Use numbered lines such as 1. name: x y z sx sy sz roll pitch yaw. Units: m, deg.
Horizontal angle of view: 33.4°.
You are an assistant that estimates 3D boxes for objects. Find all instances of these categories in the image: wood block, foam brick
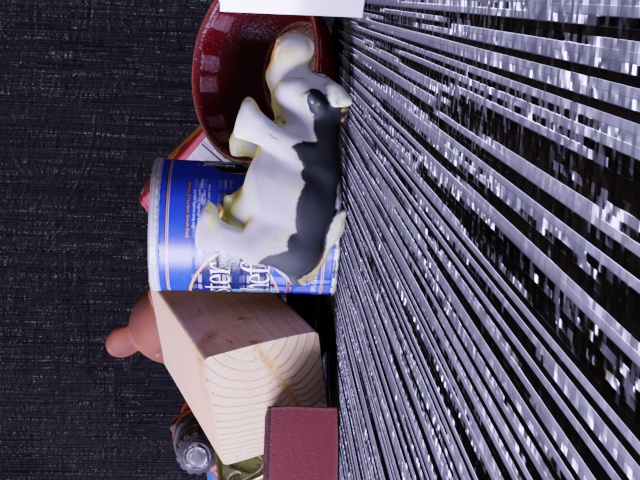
1. wood block: -0.073 0.090 0.886 0.206 0.090 0.091 -144 44 -65
2. foam brick: -0.015 0.159 0.761 0.053 0.051 0.078 103 168 -71

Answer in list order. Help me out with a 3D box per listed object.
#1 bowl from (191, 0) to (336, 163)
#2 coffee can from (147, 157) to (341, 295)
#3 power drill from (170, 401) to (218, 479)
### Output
1. bowl: -0.038 -0.142 0.894 0.162 0.055 0.162 1 91 45
2. coffee can: -0.058 -0.010 0.822 0.103 0.140 0.103 -179 91 -87
3. power drill: -0.080 0.242 1.040 0.187 0.057 0.184 60 180 -6
